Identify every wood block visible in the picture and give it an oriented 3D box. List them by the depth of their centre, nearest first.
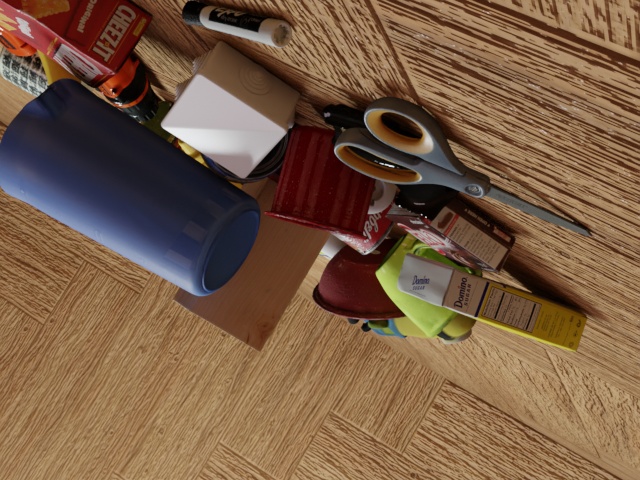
[{"bbox_3d":[-0.057,0.001,1.127,0.090,0.206,0.090,33,174,-18],"label":"wood block"}]

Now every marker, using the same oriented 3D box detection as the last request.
[{"bbox_3d":[-0.065,-0.160,0.782,0.121,0.020,0.020,25,171,46],"label":"marker"}]

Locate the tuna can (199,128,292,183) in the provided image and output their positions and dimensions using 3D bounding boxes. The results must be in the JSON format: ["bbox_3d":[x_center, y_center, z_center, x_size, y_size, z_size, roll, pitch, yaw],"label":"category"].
[{"bbox_3d":[-0.069,-0.096,0.985,0.086,0.086,0.034,33,172,-11],"label":"tuna can"}]

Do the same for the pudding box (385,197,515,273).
[{"bbox_3d":[0.117,-0.011,0.974,0.090,0.039,0.114,32,174,-11],"label":"pudding box"}]

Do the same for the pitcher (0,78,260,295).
[{"bbox_3d":[-0.183,-0.042,1.046,0.243,0.145,0.149,30,-166,17],"label":"pitcher"}]

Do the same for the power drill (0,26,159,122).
[{"bbox_3d":[-0.280,-0.211,1.219,0.188,0.057,0.184,26,168,16],"label":"power drill"}]

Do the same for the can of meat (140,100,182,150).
[{"bbox_3d":[-0.196,-0.116,1.345,0.057,0.102,0.084,30,171,22],"label":"can of meat"}]

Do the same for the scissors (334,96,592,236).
[{"bbox_3d":[0.108,-0.054,0.774,0.202,0.016,0.096,15,149,7],"label":"scissors"}]

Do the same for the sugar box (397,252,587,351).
[{"bbox_3d":[0.172,0.063,1.076,0.176,0.048,0.093,17,-179,-26],"label":"sugar box"}]

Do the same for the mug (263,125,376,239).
[{"bbox_3d":[0.005,-0.051,0.934,0.093,0.081,0.117,14,178,-4],"label":"mug"}]

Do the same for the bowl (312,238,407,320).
[{"bbox_3d":[0.069,0.038,1.276,0.162,0.055,0.162,-4,-160,1],"label":"bowl"}]

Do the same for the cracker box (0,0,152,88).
[{"bbox_3d":[-0.275,-0.229,0.992,0.213,0.072,0.164,33,174,-17],"label":"cracker box"}]

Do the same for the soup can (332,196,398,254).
[{"bbox_3d":[0.020,-0.041,1.065,0.102,0.068,0.069,34,173,-15],"label":"soup can"}]
